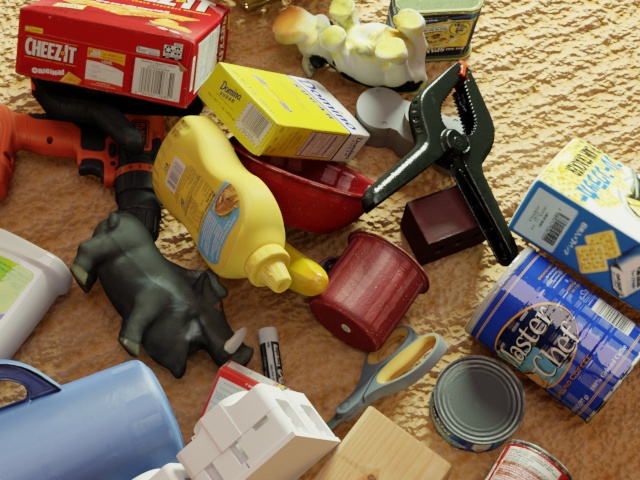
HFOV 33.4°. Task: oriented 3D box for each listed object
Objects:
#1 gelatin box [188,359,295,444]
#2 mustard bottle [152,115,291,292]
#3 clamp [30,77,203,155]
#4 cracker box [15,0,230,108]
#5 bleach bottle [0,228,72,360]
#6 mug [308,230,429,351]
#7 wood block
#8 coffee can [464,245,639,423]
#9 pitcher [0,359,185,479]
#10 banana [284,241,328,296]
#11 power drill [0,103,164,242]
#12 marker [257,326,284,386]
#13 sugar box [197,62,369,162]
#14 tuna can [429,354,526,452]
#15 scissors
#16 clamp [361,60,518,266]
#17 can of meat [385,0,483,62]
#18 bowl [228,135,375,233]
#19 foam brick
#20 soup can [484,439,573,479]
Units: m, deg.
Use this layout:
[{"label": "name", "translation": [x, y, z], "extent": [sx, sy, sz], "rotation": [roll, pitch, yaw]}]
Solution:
[{"label": "gelatin box", "translation": [-0.068, 0.162, 0.946], "extent": [0.073, 0.030, 0.089], "rotation": [25, 105, 8]}, {"label": "mustard bottle", "translation": [-0.083, -0.023, 0.969], "extent": [0.058, 0.096, 0.192], "rotation": [-3, 42, -42]}, {"label": "clamp", "translation": [-0.203, -0.136, 1.041], "extent": [0.172, 0.039, 0.120], "rotation": [26, 31, 24]}, {"label": "cracker box", "translation": [-0.187, -0.202, 1.059], "extent": [0.164, 0.072, 0.213], "rotation": [11, 21, 1]}, {"label": "bleach bottle", "translation": [-0.333, 0.109, 0.959], "extent": [0.102, 0.068, 0.250], "rotation": [25, 66, 10]}, {"label": "mug", "translation": [0.034, 0.048, 1.013], "extent": [0.117, 0.093, 0.081], "rotation": [19, 64, 39]}, {"label": "wood block", "translation": [0.013, 0.255, 0.896], "extent": [0.091, 0.090, 0.206], "rotation": [35, 66, 14]}, {"label": "coffee can", "translation": [0.221, 0.086, 0.993], "extent": [0.140, 0.103, 0.102], "rotation": [37, 66, 13]}, {"label": "pitcher", "translation": [-0.244, 0.182, 0.887], "extent": [0.242, 0.149, 0.145], "rotation": [-22, 55, -19]}, {"label": "banana", "translation": [-0.051, 0.007, 1.018], "extent": [0.037, 0.069, 0.198], "rotation": [-49, 53, -4]}, {"label": "power drill", "translation": [-0.247, -0.071, 1.063], "extent": [0.187, 0.057, 0.184], "rotation": [1, 59, -8]}, {"label": "marker", "translation": [-0.042, 0.139, 0.991], "extent": [0.020, 0.020, 0.121], "rotation": [-6, 63, -8]}, {"label": "sugar box", "translation": [-0.031, -0.124, 1.052], "extent": [0.093, 0.048, 0.175], "rotation": [48, 26, 20]}, {"label": "tuna can", "translation": [0.145, 0.152, 0.991], "extent": [0.086, 0.034, 0.086], "rotation": [2, 63, -4]}, {"label": "scissors", "translation": [0.028, 0.143, 0.988], "extent": [0.202, 0.096, 0.016], "rotation": [-35, 112, 6]}, {"label": "clamp", "translation": [0.133, -0.080, 1.036], "extent": [0.164, 0.036, 0.210], "rotation": [27, 57, -16]}, {"label": "can of meat", "translation": [0.122, -0.242, 1.165], "extent": [0.102, 0.084, 0.057], "rotation": [-4, 63, -7]}, {"label": "bowl", "translation": [-0.021, -0.049, 1.040], "extent": [0.162, 0.162, 0.055], "rotation": [22, 104, 6]}, {"label": "foam brick", "translation": [0.126, -0.018, 1.068], "extent": [0.078, 0.053, 0.051], "rotation": [-20, 66, -13]}, {"label": "soup can", "translation": [0.166, 0.235, 0.932], "extent": [0.068, 0.068, 0.102], "rotation": [34, 66, 12]}]
